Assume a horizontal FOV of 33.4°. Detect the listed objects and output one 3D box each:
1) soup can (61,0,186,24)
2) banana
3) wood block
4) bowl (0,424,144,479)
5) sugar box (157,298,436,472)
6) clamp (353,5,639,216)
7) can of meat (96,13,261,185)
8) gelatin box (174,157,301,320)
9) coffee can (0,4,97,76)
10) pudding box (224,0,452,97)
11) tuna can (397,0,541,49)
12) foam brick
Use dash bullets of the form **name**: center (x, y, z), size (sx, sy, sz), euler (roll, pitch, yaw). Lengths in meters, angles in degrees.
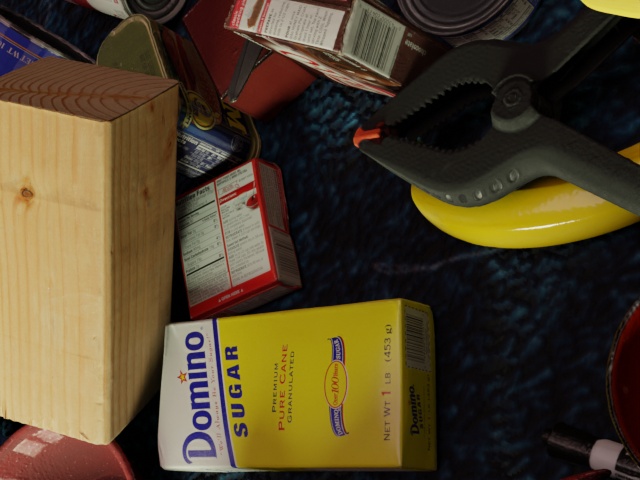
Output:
- **soup can**: center (-0.153, -0.201, 0.789), size (0.102, 0.068, 0.068), euler (23, 91, 37)
- **banana**: center (0.123, -0.030, 0.565), size (0.198, 0.037, 0.069), euler (-1, 78, 35)
- **wood block**: center (-0.146, 0.006, 0.644), size (0.091, 0.090, 0.206), euler (13, 116, 15)
- **bowl**: center (-0.157, 0.195, 0.689), size (0.162, 0.055, 0.162), euler (-11, 71, 33)
- **sugar box**: center (-0.018, 0.089, 0.626), size (0.177, 0.048, 0.093), euler (-9, 72, 32)
- **clamp**: center (0.112, -0.076, 0.549), size (0.210, 0.036, 0.164), euler (-1, 69, 39)
- **can of meat**: center (-0.096, -0.091, 0.708), size (0.058, 0.083, 0.102), euler (-34, 60, 23)
- **gelatin box**: center (-0.055, 0.001, 0.687), size (0.073, 0.030, 0.089), euler (-25, 64, 29)
- **coffee can**: center (-0.242, -0.095, 0.801), size (0.103, 0.102, 0.140), euler (38, 99, 36)
- **pudding box**: center (0.015, -0.114, 0.618), size (0.090, 0.113, 0.039), euler (20, 90, 38)
- **tuna can**: center (0.089, -0.155, 0.626), size (0.086, 0.033, 0.086), euler (-10, 71, 33)
- **foam brick**: center (-0.047, -0.128, 0.703), size (0.051, 0.052, 0.078), euler (-40, 57, 20)
